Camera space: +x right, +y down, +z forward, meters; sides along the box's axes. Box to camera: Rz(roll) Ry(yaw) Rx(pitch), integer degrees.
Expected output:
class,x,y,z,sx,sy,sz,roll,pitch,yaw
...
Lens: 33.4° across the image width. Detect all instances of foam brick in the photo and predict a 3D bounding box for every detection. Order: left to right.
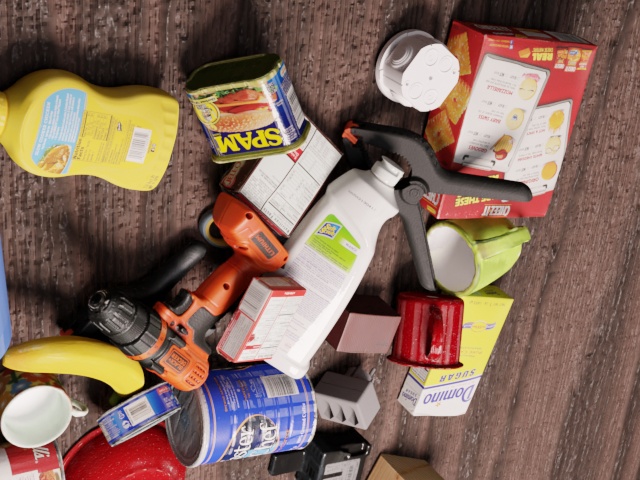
class,x,y,z,sx,sy,sz,roll,pitch,yaw
foam brick,0.045,0.097,1.255,0.078,0.051,0.053,7,112,-35

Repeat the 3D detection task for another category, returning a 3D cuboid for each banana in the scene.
class,x,y,z,sx,sy,sz,roll,pitch,yaw
banana,-0.228,0.127,1.051,0.069,0.037,0.197,-41,148,4

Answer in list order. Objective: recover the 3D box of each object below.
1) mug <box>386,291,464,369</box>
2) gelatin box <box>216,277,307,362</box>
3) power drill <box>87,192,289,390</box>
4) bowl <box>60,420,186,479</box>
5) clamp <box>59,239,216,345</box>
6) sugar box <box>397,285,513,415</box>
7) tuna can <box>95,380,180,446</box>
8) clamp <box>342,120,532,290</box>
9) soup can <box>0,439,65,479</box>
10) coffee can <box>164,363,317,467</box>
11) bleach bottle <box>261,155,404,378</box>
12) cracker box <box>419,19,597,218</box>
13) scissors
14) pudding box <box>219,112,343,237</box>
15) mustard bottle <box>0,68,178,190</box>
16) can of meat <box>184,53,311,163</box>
class,x,y,z,sx,sy,sz,roll,pitch,yaw
mug,0.129,0.107,1.266,0.093,0.117,0.081,5,94,-1
gelatin box,-0.060,0.081,1.092,0.073,0.030,0.089,4,118,-62
power drill,-0.128,0.046,1.063,0.187,0.057,0.184,-50,144,-8
bowl,-0.212,0.277,1.187,0.161,0.055,0.162,-16,123,-26
clamp,-0.182,0.081,1.110,0.171,0.039,0.120,-27,124,-18
sugar box,0.172,0.141,1.364,0.093,0.048,0.176,5,111,-34
tuna can,-0.192,0.183,1.129,0.086,0.086,0.034,-27,83,-18
clamp,0.113,-0.061,1.157,0.165,0.036,0.210,-39,104,21
soup can,-0.320,0.240,1.089,0.102,0.069,0.068,-8,119,-28
coffee can,-0.089,0.190,1.186,0.140,0.103,0.103,-3,116,-32
bleach bottle,0.011,0.022,1.145,0.102,0.068,0.251,34,104,-9
cracker box,0.205,-0.135,1.216,0.163,0.072,0.214,-2,117,-30
scissors,-0.058,0.001,1.159,0.096,0.016,0.201,-42,130,-4
pudding box,-0.039,-0.073,1.102,0.113,0.039,0.090,-55,132,-10
mustard bottle,-0.228,-0.103,0.964,0.191,0.058,0.096,6,112,-35
can of meat,-0.071,-0.128,1.028,0.102,0.057,0.084,-6,127,22
